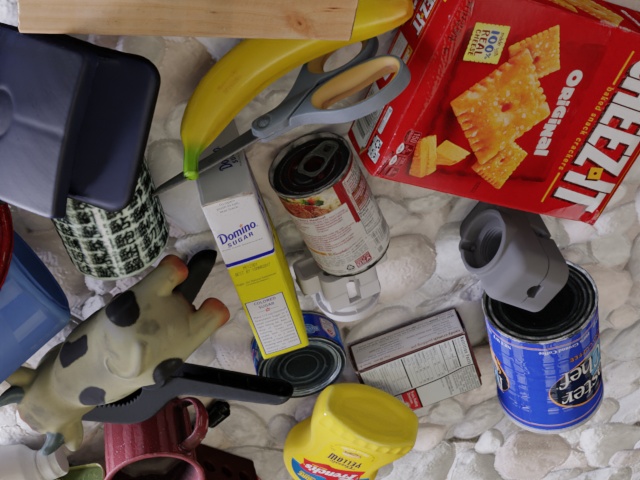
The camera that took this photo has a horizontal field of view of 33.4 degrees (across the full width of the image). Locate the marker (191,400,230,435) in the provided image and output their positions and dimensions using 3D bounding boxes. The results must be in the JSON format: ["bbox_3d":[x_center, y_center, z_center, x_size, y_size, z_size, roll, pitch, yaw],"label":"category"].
[{"bbox_3d":[-0.129,0.196,1.045,0.020,0.020,0.121,27,119,-34],"label":"marker"}]

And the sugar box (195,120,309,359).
[{"bbox_3d":[-0.055,0.001,0.836,0.048,0.093,0.176,-16,134,-2],"label":"sugar box"}]

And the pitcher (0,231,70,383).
[{"bbox_3d":[-0.310,0.094,0.804,0.243,0.149,0.145,-38,120,-4],"label":"pitcher"}]

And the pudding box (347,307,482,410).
[{"bbox_3d":[0.092,0.121,1.026,0.113,0.039,0.090,-21,133,2],"label":"pudding box"}]

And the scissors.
[{"bbox_3d":[-0.032,-0.097,0.767,0.202,0.096,0.016,-18,136,17],"label":"scissors"}]

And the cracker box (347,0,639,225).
[{"bbox_3d":[0.152,-0.108,0.803,0.213,0.072,0.164,11,123,-25],"label":"cracker box"}]

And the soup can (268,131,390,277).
[{"bbox_3d":[0.009,-0.027,0.846,0.068,0.068,0.102,-24,134,6],"label":"soup can"}]

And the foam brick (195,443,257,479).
[{"bbox_3d":[-0.108,0.246,1.073,0.078,0.053,0.051,26,120,-34],"label":"foam brick"}]

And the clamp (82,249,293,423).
[{"bbox_3d":[-0.138,0.115,0.938,0.210,0.036,0.164,-28,114,13],"label":"clamp"}]

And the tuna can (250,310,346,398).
[{"bbox_3d":[-0.020,0.106,0.983,0.086,0.034,0.086,-8,133,-9],"label":"tuna can"}]

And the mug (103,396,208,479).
[{"bbox_3d":[-0.150,0.187,0.987,0.117,0.081,0.093,-40,130,21],"label":"mug"}]

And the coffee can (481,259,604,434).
[{"bbox_3d":[0.209,0.099,0.993,0.103,0.103,0.140,-17,134,0],"label":"coffee can"}]

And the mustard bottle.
[{"bbox_3d":[0.016,0.206,1.048,0.096,0.058,0.192,20,144,-10],"label":"mustard bottle"}]

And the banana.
[{"bbox_3d":[-0.028,-0.122,0.750,0.198,0.070,0.037,-38,159,3],"label":"banana"}]

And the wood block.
[{"bbox_3d":[-0.082,-0.186,0.659,0.206,0.091,0.090,-1,132,-14],"label":"wood block"}]
